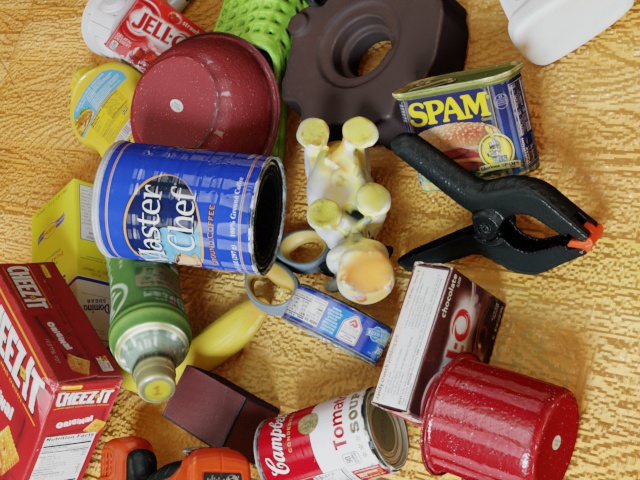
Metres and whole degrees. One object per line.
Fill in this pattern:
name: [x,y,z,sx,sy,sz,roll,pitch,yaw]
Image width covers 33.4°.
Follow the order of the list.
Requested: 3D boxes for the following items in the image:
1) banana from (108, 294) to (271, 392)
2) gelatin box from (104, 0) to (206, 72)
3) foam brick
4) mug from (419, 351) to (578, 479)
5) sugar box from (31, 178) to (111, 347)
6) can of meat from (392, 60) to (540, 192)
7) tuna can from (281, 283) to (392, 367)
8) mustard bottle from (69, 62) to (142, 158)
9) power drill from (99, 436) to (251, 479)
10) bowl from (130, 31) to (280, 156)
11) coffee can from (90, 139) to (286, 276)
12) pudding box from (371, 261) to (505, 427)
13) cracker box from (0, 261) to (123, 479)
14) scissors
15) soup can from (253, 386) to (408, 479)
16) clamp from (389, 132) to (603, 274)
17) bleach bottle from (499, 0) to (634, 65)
banana: [-0.130,0.100,0.971,0.198,0.037,0.069,-16,63,29]
gelatin box: [-0.165,-0.204,1.096,0.073,0.089,0.030,-54,8,4]
foam brick: [-0.085,0.147,0.910,0.078,0.052,0.051,22,84,40]
mug: [0.127,0.143,0.747,0.082,0.093,0.117,14,110,33]
sugar box: [-0.251,0.037,1.067,0.094,0.048,0.176,-35,50,38]
can of meat: [0.117,-0.089,0.842,0.102,0.057,0.084,-6,108,34]
tuna can: [0.014,0.067,0.853,0.086,0.086,0.034,23,83,39]
mustard bottle: [-0.212,-0.132,1.114,0.096,0.058,0.192,-54,51,9]
power drill: [-0.127,0.244,0.863,0.188,0.057,0.184,-22,66,49]
bowl: [-0.119,-0.117,0.976,0.162,0.055,0.162,-2,86,26]
coffee can: [-0.110,-0.028,0.909,0.140,0.102,0.103,7,73,12]
pudding box: [0.089,0.083,0.790,0.039,0.089,0.113,7,75,37]
cracker box: [-0.274,0.152,0.979,0.164,0.071,0.214,49,125,37]
scissors: [-0.056,0.001,0.972,0.096,0.016,0.202,-38,39,-5]
soup can: [0.009,0.159,0.829,0.102,0.068,0.068,-22,60,26]
clamp: [0.127,-0.009,0.820,0.172,0.120,0.039,22,44,26]
bleach bottle: [0.169,-0.271,0.903,0.103,0.068,0.251,-32,53,21]
